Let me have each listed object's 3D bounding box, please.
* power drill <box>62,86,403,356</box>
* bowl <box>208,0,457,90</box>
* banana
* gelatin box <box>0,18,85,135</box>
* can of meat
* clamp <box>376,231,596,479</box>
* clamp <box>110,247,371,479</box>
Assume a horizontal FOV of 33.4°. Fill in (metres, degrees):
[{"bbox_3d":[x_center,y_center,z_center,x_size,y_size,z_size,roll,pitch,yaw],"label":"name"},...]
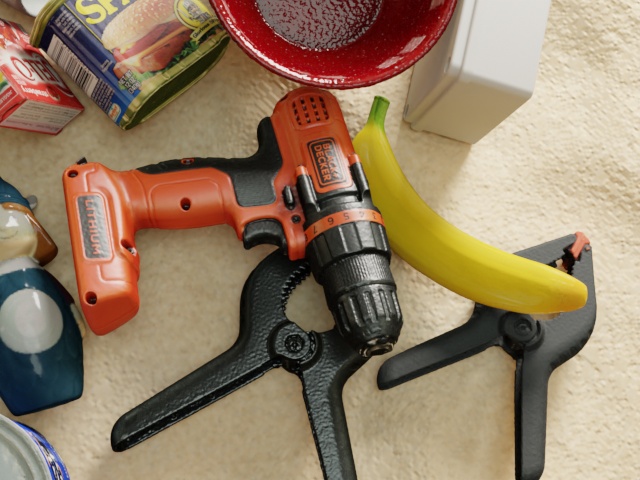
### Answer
[{"bbox_3d":[-0.054,0.001,0.650,0.187,0.057,0.184,-12,62,-8],"label":"power drill"},{"bbox_3d":[0.004,-0.169,0.666,0.162,0.055,0.162,1,86,-10],"label":"bowl"},{"bbox_3d":[0.079,-0.010,0.689,0.070,0.037,0.198,-47,73,10],"label":"banana"},{"bbox_3d":[-0.192,-0.104,0.658,0.030,0.089,0.073,-39,85,10],"label":"gelatin box"},{"bbox_3d":[-0.118,-0.129,0.682,0.084,0.058,0.102,46,55,0],"label":"can of meat"},{"bbox_3d":[0.133,0.072,0.696,0.120,0.039,0.171,45,77,6],"label":"clamp"},{"bbox_3d":[-0.027,0.071,0.670,0.164,0.036,0.210,16,70,4],"label":"clamp"}]
